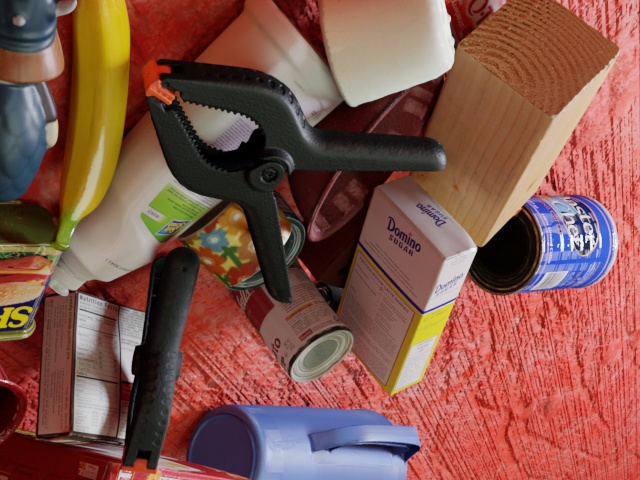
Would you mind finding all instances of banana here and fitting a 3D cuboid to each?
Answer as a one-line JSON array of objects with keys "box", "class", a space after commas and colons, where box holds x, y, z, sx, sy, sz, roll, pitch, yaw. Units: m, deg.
[{"box": [-0.140, -0.087, 0.664, 0.037, 0.069, 0.198, 8, 126, -9], "class": "banana"}]

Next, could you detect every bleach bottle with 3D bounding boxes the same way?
[{"box": [-0.102, -0.054, 0.745, 0.251, 0.068, 0.102, -41, 148, 8], "class": "bleach bottle"}]

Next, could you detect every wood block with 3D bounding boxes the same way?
[{"box": [0.147, -0.093, 0.860, 0.090, 0.090, 0.206, -43, 165, -24], "class": "wood block"}]

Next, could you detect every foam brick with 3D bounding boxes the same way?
[{"box": [0.021, -0.005, 0.940, 0.078, 0.051, 0.052, -49, 147, 15], "class": "foam brick"}]

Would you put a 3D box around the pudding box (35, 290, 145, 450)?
[{"box": [-0.174, 0.102, 0.826, 0.039, 0.113, 0.089, -13, 159, 28], "class": "pudding box"}]

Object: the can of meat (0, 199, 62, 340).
[{"box": [-0.229, 0.020, 0.714, 0.101, 0.057, 0.084, -1, 130, -45], "class": "can of meat"}]

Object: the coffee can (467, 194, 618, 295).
[{"box": [0.228, 0.003, 1.110, 0.140, 0.103, 0.103, -2, 133, -44], "class": "coffee can"}]

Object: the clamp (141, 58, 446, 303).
[{"box": [-0.039, -0.044, 0.706, 0.209, 0.036, 0.165, 27, 116, -32], "class": "clamp"}]

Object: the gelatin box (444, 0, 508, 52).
[{"box": [0.128, -0.188, 0.835, 0.073, 0.030, 0.089, -38, 148, -1], "class": "gelatin box"}]

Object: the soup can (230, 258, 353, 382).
[{"box": [-0.025, 0.065, 0.934, 0.068, 0.102, 0.068, -26, 147, -19], "class": "soup can"}]

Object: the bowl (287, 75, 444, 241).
[{"box": [0.024, -0.078, 0.817, 0.162, 0.055, 0.162, -48, 169, -13], "class": "bowl"}]

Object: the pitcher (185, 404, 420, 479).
[{"box": [-0.017, 0.232, 1.132, 0.242, 0.145, 0.149, 18, 97, -50], "class": "pitcher"}]

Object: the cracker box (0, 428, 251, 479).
[{"box": [-0.180, 0.213, 0.905, 0.213, 0.164, 0.072, 29, 71, -57], "class": "cracker box"}]

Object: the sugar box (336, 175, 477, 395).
[{"box": [0.068, 0.041, 0.905, 0.048, 0.093, 0.176, -19, 144, -33], "class": "sugar box"}]

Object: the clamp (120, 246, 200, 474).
[{"box": [-0.123, 0.085, 0.805, 0.039, 0.120, 0.171, 13, 91, -8], "class": "clamp"}]
